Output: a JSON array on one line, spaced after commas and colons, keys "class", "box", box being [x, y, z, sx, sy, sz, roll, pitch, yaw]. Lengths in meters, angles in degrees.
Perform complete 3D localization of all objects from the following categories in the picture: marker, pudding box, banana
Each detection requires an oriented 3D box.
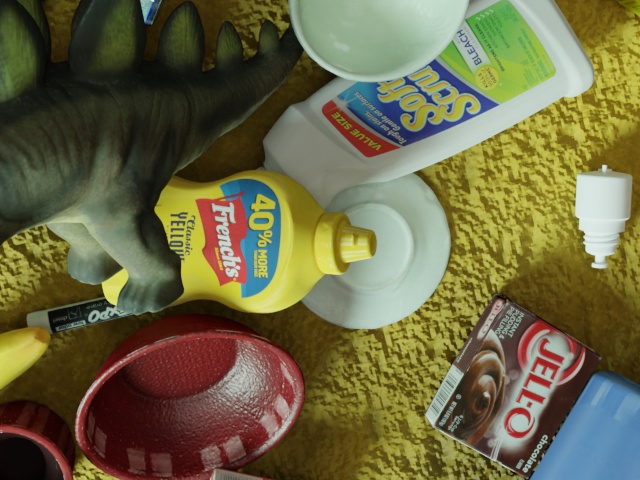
[{"class": "marker", "box": [-0.152, 0.049, 0.780, 0.121, 0.020, 0.020, -13, 100, -5]}, {"class": "pudding box", "box": [0.146, 0.110, 0.815, 0.090, 0.039, 0.113, 30, 94, -12]}, {"class": "banana", "box": [-0.272, 0.122, 0.752, 0.197, 0.070, 0.037, -40, 117, -8]}]

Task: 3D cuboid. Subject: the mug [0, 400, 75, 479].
[{"class": "mug", "box": [-0.230, 0.163, 0.755, 0.117, 0.081, 0.093, 0, 98, -7]}]

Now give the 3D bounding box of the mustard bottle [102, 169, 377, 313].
[{"class": "mustard bottle", "box": [-0.055, 0.001, 0.724, 0.192, 0.058, 0.096, 1, 83, 21]}]

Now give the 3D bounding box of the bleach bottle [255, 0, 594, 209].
[{"class": "bleach bottle", "box": [0.061, -0.088, 0.763, 0.251, 0.068, 0.102, -32, 88, 0]}]

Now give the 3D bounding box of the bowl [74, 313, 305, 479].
[{"class": "bowl", "box": [-0.095, 0.103, 0.756, 0.162, 0.055, 0.162, -11, 133, -12]}]
